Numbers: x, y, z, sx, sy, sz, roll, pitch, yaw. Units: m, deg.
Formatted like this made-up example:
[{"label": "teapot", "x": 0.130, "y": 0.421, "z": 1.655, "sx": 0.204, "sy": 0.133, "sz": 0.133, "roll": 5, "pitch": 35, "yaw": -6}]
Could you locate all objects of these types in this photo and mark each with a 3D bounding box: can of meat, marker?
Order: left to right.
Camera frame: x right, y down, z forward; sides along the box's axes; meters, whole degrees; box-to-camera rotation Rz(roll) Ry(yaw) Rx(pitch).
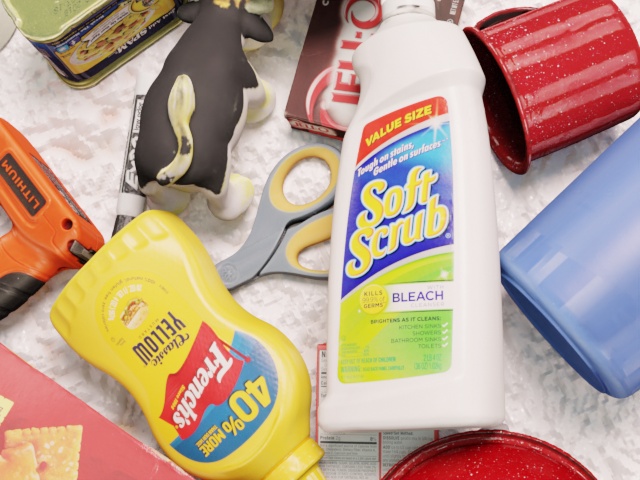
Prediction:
[{"label": "can of meat", "x": -0.138, "y": -0.149, "z": 0.658, "sx": 0.102, "sy": 0.084, "sz": 0.057, "roll": -36, "pitch": 81, "yaw": -2}, {"label": "marker", "x": -0.116, "y": -0.046, "z": 0.673, "sx": 0.020, "sy": 0.020, "sz": 0.121, "roll": 7, "pitch": 81, "yaw": 5}]

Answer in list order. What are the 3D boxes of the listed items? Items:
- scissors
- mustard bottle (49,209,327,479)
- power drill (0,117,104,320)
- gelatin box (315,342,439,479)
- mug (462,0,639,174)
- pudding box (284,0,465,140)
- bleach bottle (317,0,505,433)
[{"label": "scissors", "x": -0.054, "y": 0.001, "z": 0.664, "sx": 0.202, "sy": 0.016, "sz": 0.096, "roll": -14, "pitch": 79, "yaw": 1}, {"label": "mustard bottle", "x": -0.062, "y": 0.080, "z": 0.614, "sx": 0.096, "sy": 0.058, "sz": 0.192, "roll": -44, "pitch": 81, "yaw": 7}, {"label": "power drill", "x": -0.243, "y": 0.012, "z": 0.655, "sx": 0.187, "sy": 0.057, "sz": 0.184, "roll": -41, "pitch": 78, "yaw": -1}, {"label": "gelatin box", "x": 0.034, "y": 0.105, "z": 0.635, "sx": 0.073, "sy": 0.030, "sz": 0.089, "roll": 0, "pitch": 82, "yaw": 5}, {"label": "mug", "x": 0.134, "y": -0.104, "z": 0.639, "sx": 0.081, "sy": 0.093, "sz": 0.117, "roll": -22, "pitch": 44, "yaw": -5}, {"label": "pudding box", "x": 0.036, "y": -0.114, "z": 0.664, "sx": 0.090, "sy": 0.039, "sz": 0.113, "roll": 14, "pitch": 81, "yaw": 8}, {"label": "bleach bottle", "x": 0.047, "y": -0.021, "z": 0.599, "sx": 0.103, "sy": 0.068, "sz": 0.251, "roll": -7, "pitch": 77, "yaw": 24}]
